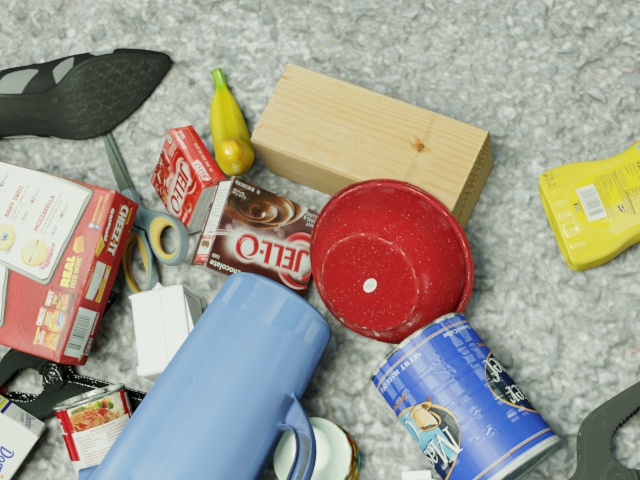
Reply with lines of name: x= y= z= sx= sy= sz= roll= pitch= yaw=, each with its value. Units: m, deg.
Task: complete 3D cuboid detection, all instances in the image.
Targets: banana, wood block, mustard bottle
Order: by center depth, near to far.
mustard bottle: x=0.303 y=-0.046 z=0.971 sx=0.191 sy=0.058 sz=0.096 roll=-20 pitch=69 yaw=6
wood block: x=0.050 y=-0.084 z=1.020 sx=0.206 sy=0.090 sz=0.091 roll=22 pitch=77 yaw=18
banana: x=-0.090 y=-0.102 z=1.039 sx=0.037 sy=0.069 sz=0.198 roll=-25 pitch=31 yaw=3

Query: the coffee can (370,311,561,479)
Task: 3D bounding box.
coffee can: x=0.124 y=0.148 z=0.924 sx=0.103 sy=0.102 sz=0.140 roll=-36 pitch=69 yaw=-1

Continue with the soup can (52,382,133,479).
soup can: x=-0.198 y=0.190 z=0.982 sx=0.068 sy=0.068 sz=0.102 roll=-17 pitch=92 yaw=6

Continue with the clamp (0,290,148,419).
clamp: x=-0.252 y=0.117 z=1.036 sx=0.171 sy=0.039 sz=0.120 roll=-10 pitch=87 yaw=7

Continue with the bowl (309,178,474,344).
bowl: x=0.053 y=0.029 z=0.957 sx=0.162 sy=0.055 sz=0.162 roll=9 pitch=112 yaw=23

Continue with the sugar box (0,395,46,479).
sugar box: x=-0.360 y=0.168 z=1.009 sx=0.176 sy=0.048 sz=0.093 roll=35 pitch=96 yaw=-9

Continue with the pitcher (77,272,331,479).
pitcher: x=-0.082 y=0.157 z=0.918 sx=0.149 sy=0.145 sz=0.242 roll=36 pitch=72 yaw=-17

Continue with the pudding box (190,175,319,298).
pudding box: x=-0.057 y=0.001 z=1.009 sx=0.113 sy=0.039 sz=0.090 roll=22 pitch=77 yaw=-27

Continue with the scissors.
scissors: x=-0.178 y=-0.042 z=1.079 sx=0.096 sy=0.016 sz=0.202 roll=-23 pitch=67 yaw=32

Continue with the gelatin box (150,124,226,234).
gelatin box: x=-0.132 y=-0.059 z=1.052 sx=0.030 sy=0.089 sz=0.073 roll=-18 pitch=66 yaw=-32

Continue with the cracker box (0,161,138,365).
cracker box: x=-0.298 y=0.011 z=1.003 sx=0.214 sy=0.072 sz=0.164 roll=14 pitch=82 yaw=15
